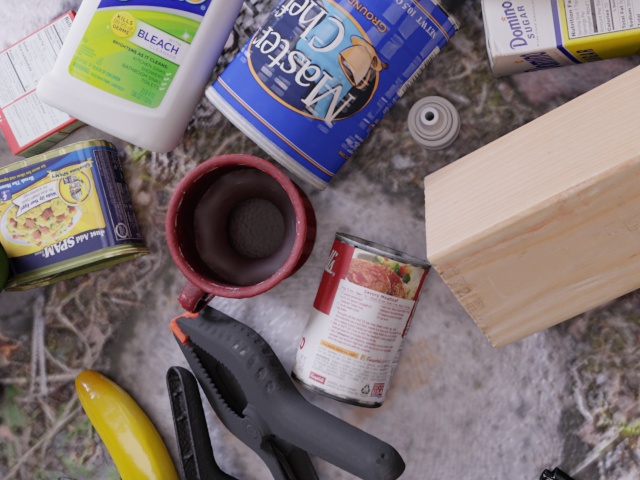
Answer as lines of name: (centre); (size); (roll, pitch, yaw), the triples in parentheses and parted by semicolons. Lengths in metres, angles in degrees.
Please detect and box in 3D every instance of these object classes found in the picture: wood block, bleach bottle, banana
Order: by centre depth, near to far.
wood block: (0.173, -0.029, 0.641); (0.206, 0.090, 0.090); (-27, 119, 22)
bleach bottle: (-0.091, -0.189, 0.693); (0.102, 0.068, 0.251); (25, 101, 0)
banana: (-0.129, 0.187, 0.759); (0.070, 0.037, 0.198); (-9, 89, 8)

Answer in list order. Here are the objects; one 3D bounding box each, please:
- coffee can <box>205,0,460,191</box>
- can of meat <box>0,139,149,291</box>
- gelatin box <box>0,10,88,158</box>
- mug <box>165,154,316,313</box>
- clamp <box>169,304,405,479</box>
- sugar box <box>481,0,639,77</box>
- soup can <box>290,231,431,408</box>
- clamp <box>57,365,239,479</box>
coffee can: (0.007, -0.118, 0.699); (0.103, 0.102, 0.140); (41, 97, 7)
can of meat: (-0.183, -0.017, 0.758); (0.102, 0.057, 0.084); (-17, 86, 10)
gelatin box: (-0.195, -0.112, 0.772); (0.089, 0.030, 0.073); (-28, 85, 8)
mug: (-0.055, 0.001, 0.722); (0.093, 0.081, 0.117); (35, 96, 8)
clamp: (-0.026, 0.116, 0.700); (0.036, 0.165, 0.210); (-27, 67, -31)
sugar box: (0.192, -0.140, 0.672); (0.176, 0.093, 0.048); (-11, 89, 11)
soup can: (0.027, 0.053, 0.715); (0.068, 0.068, 0.102); (19, 94, 9)
clamp: (-0.095, 0.185, 0.723); (0.120, 0.039, 0.171); (-34, 96, -26)
